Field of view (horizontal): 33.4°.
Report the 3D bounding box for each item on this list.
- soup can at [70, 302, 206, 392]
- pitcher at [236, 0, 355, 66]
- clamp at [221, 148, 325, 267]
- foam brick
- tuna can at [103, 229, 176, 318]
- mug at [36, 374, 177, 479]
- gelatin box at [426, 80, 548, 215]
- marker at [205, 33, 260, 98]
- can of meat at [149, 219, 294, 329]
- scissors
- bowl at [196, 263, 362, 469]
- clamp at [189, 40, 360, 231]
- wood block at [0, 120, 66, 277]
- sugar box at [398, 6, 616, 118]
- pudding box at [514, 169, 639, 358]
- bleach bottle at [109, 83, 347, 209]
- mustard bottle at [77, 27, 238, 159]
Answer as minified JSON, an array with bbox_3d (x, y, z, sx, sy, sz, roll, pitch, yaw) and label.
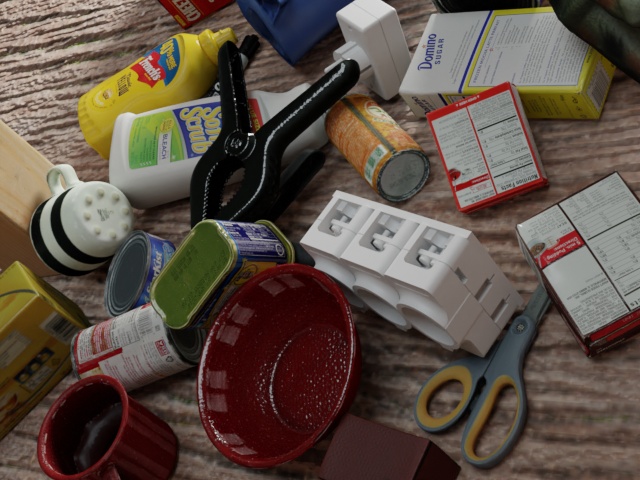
[{"bbox_3d":[-0.160,0.094,0.945,0.102,0.068,0.068,-22,48,19],"label":"soup can"},{"bbox_3d":[0.018,-0.301,1.080,0.243,0.145,0.149,-38,57,0],"label":"pitcher"},{"bbox_3d":[-0.056,0.001,0.962,0.172,0.039,0.120,-32,46,22],"label":"clamp"},{"bbox_3d":[0.048,0.164,0.760,0.078,0.051,0.053,12,67,40],"label":"foam brick"},{"bbox_3d":[-0.167,0.036,0.996,0.086,0.033,0.086,-34,47,44],"label":"tuna can"},{"bbox_3d":[-0.168,0.177,0.880,0.093,0.081,0.117,-42,44,2],"label":"mug"},{"bbox_3d":[0.135,-0.074,0.864,0.073,0.030,0.089,-21,81,22],"label":"gelatin box"},{"bbox_3d":[-0.099,-0.169,1.130,0.020,0.020,0.121,16,69,41],"label":"marker"},{"bbox_3d":[-0.084,0.030,0.902,0.057,0.083,0.102,48,112,25],"label":"can of meat"},{"bbox_3d":[0.131,0.072,0.795,0.096,0.016,0.201,2,60,36],"label":"scissors"},{"bbox_3d":[-0.022,0.102,0.838,0.162,0.055,0.162,-18,60,34],"label":"bowl"},{"bbox_3d":[-0.056,-0.084,0.955,0.165,0.036,0.210,8,74,38],"label":"clamp"},{"bbox_3d":[-0.331,-0.052,1.073,0.091,0.206,0.090,-8,54,31],"label":"wood block"},{"bbox_3d":[0.163,-0.152,0.917,0.177,0.048,0.093,5,62,40],"label":"sugar box"},{"bbox_3d":[0.202,0.015,0.761,0.090,0.039,0.113,-28,53,4],"label":"pudding box"},{"bbox_3d":[-0.086,-0.105,1.044,0.251,0.068,0.102,-14,57,24],"label":"bleach bottle"},{"bbox_3d":[-0.172,-0.170,1.154,0.192,0.058,0.096,-31,41,12],"label":"mustard bottle"}]
